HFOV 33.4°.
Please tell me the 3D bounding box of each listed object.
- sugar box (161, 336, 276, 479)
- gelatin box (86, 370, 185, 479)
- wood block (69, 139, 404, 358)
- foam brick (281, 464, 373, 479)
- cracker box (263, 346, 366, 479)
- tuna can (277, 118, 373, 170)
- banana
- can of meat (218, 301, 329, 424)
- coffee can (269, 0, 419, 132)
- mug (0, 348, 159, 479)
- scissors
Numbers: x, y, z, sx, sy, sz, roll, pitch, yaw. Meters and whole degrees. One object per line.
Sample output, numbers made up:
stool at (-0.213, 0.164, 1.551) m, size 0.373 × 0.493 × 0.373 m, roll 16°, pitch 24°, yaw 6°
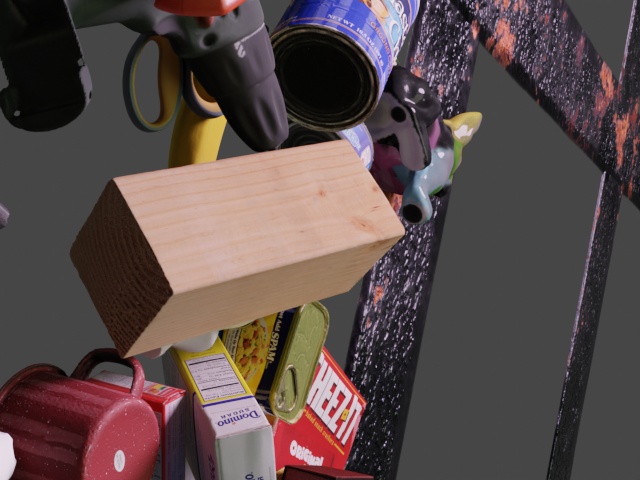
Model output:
sugar box at (-0.075, 0.135, 0.778) m, size 0.048 × 0.176 × 0.093 m, roll -11°, pitch 114°, yaw -19°
gelatin box at (-0.132, 0.144, 0.761) m, size 0.030 × 0.073 × 0.089 m, roll -25°, pitch 120°, yaw -58°
wood block at (-0.055, 0.000, 0.748) m, size 0.205 × 0.090 × 0.091 m, roll -14°, pitch 155°, yaw -40°
foam brick at (0.003, 0.222, 0.912) m, size 0.078 × 0.053 × 0.051 m, roll 23°, pitch 76°, yaw -61°
cracker box at (-0.039, 0.206, 0.962) m, size 0.213 × 0.072 × 0.164 m, roll -68°, pitch 151°, yaw -24°
tuna can at (0.002, -0.079, 0.936) m, size 0.033 × 0.086 × 0.086 m, roll -47°, pitch 138°, yaw -44°
banana at (-0.079, -0.106, 0.824) m, size 0.069 × 0.037 × 0.197 m, roll 53°, pitch 52°, yaw -54°
can of meat at (-0.050, 0.093, 0.891) m, size 0.057 × 0.084 × 0.102 m, roll 43°, pitch 60°, yaw -59°
coffee can at (0.018, -0.173, 0.896) m, size 0.140 × 0.103 × 0.103 m, roll -66°, pitch 151°, yaw -43°
mug at (-0.155, 0.124, 0.702) m, size 0.117 × 0.082 × 0.093 m, roll -64°, pitch 148°, yaw -29°
scissors at (-0.094, -0.174, 0.765) m, size 0.096 × 0.016 × 0.202 m, roll 10°, pitch 89°, yaw -36°
